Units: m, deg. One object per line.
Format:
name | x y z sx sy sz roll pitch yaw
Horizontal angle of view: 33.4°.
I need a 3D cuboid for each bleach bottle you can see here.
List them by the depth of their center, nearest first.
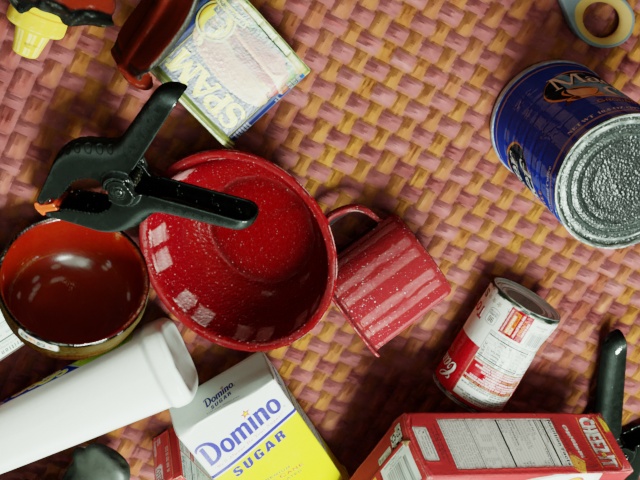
bleach bottle | -0.223 0.142 0.841 0.251 0.102 0.068 -25 94 0

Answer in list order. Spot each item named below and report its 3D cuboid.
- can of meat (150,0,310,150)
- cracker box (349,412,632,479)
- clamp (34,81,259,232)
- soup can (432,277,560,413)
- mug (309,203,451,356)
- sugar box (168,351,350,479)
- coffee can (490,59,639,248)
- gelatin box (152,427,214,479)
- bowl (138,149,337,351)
can of meat | -0.070 -0.131 0.771 0.084 0.057 0.102 -42 116 6
cracker box | 0.131 0.217 0.919 0.213 0.072 0.164 5 135 -29
clamp | -0.129 -0.039 0.771 0.172 0.039 0.120 -18 115 35
soup can | 0.150 0.091 0.912 0.068 0.068 0.102 23 108 -20
mug | 0.043 0.023 0.852 0.081 0.093 0.117 -37 98 2
sugar box | -0.046 0.181 0.909 0.093 0.048 0.176 -31 130 1
coffee can | 0.199 -0.069 0.806 0.102 0.140 0.103 -4 115 -9
gelatin box | -0.107 0.212 0.913 0.030 0.073 0.089 -36 117 7
bowl | -0.055 0.001 0.815 0.162 0.055 0.162 8 113 18
